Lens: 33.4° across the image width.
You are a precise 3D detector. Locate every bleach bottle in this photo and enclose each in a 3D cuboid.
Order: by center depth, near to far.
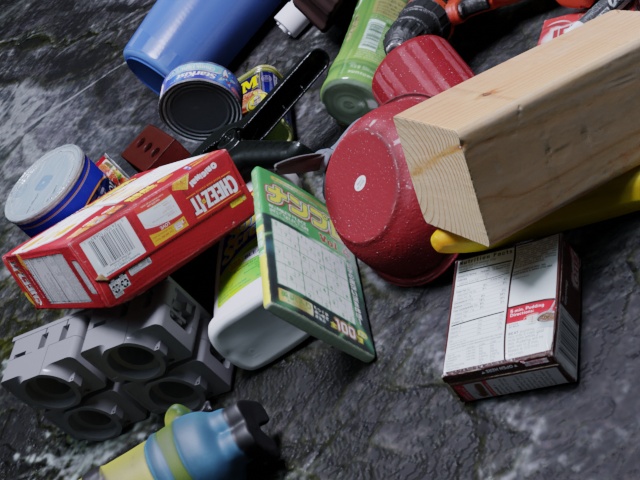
[{"bbox_3d":[-0.057,0.001,0.994,0.103,0.068,0.251,-34,33,16],"label":"bleach bottle"}]

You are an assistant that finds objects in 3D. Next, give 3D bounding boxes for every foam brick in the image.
[{"bbox_3d":[-0.181,-0.090,1.216,0.053,0.051,0.078,-48,36,-8],"label":"foam brick"}]

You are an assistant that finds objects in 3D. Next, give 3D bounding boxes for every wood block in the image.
[{"bbox_3d":[0.170,-0.087,0.777,0.205,0.090,0.091,-27,23,-17],"label":"wood block"}]

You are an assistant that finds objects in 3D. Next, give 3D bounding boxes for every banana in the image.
[{"bbox_3d":[0.181,-0.027,0.790,0.198,0.069,0.037,-16,82,19],"label":"banana"}]

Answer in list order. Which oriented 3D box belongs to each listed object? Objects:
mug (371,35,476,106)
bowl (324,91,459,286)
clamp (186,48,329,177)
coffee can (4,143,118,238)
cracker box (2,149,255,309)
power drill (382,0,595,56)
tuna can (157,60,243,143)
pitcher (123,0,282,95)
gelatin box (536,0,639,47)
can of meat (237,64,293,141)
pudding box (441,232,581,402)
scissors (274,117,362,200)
[{"bbox_3d":[0.096,-0.117,0.939,0.093,0.117,0.081,-18,58,-22],"label":"mug"},{"bbox_3d":[0.053,-0.043,0.867,0.162,0.055,0.162,-3,87,52],"label":"bowl"},{"bbox_3d":[-0.075,-0.085,1.027,0.210,0.036,0.164,-33,31,24],"label":"clamp"},{"bbox_3d":[-0.244,-0.017,1.122,0.103,0.140,0.103,-26,38,22],"label":"coffee can"},{"bbox_3d":[-0.176,-0.004,0.966,0.164,0.072,0.214,-35,14,-27],"label":"cracker box"},{"bbox_3d":[0.162,-0.226,0.990,0.188,0.057,0.184,-9,27,34],"label":"power drill"},{"bbox_3d":[-0.122,-0.141,1.091,0.086,0.086,0.033,-23,42,25],"label":"tuna can"},{"bbox_3d":[-0.134,-0.287,1.329,0.145,0.149,0.242,25,74,37],"label":"pitcher"},{"bbox_3d":[0.230,-0.168,0.924,0.089,0.030,0.073,-7,47,38],"label":"gelatin box"},{"bbox_3d":[-0.079,-0.128,1.156,0.102,0.057,0.084,-29,40,19],"label":"can of meat"},{"bbox_3d":[0.139,0.055,0.771,0.090,0.039,0.113,-18,40,33],"label":"pudding box"},{"bbox_3d":[0.001,-0.054,0.929,0.016,0.096,0.201,26,32,18],"label":"scissors"}]
